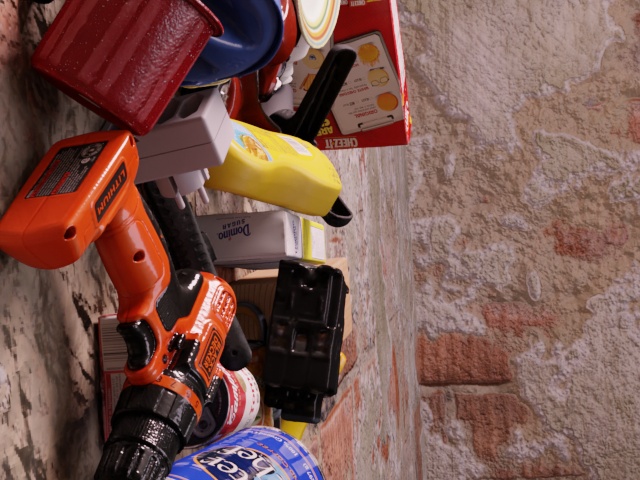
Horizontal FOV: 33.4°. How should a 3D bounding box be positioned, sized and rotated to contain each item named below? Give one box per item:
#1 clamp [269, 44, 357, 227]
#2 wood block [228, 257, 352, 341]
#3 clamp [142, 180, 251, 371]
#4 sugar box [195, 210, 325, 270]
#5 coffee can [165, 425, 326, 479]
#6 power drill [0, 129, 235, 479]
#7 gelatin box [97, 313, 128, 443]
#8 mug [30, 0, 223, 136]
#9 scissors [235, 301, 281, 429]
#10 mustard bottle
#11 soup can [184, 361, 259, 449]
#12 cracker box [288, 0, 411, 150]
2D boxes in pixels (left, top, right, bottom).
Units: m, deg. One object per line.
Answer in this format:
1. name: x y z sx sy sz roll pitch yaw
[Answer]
1. clamp: -0.021 -0.095 1.023 0.210 0.036 0.164 3 -93 63
2. wood block: -0.028 0.074 1.114 0.206 0.091 0.090 -29 115 -79
3. clamp: -0.095 0.018 0.804 0.120 0.039 0.171 33 -33 63
4. sugar box: -0.056 0.001 0.975 0.176 0.093 0.048 28 58 -78
5. coffee can: -0.069 0.191 0.721 0.140 0.103 0.103 -11 97 -63
6. power drill: -0.120 0.044 0.638 0.184 0.057 0.187 -73 150 -47
7. gelatin box: -0.126 0.094 0.737 0.073 0.030 0.089 14 72 -80
8. mug: -0.116 -0.114 0.647 0.081 0.093 0.117 -59 167 -5
9. scissors: -0.061 0.144 0.996 0.016 0.096 0.202 25 80 -76
10. mustard bottle: -0.072 -0.069 0.874 0.191 0.096 0.058 13 114 -51
11. soup can: -0.090 0.124 0.822 0.102 0.068 0.068 35 52 -77
12. cracker box: 0.011 -0.210 1.217 0.072 0.164 0.214 -76 160 -52
